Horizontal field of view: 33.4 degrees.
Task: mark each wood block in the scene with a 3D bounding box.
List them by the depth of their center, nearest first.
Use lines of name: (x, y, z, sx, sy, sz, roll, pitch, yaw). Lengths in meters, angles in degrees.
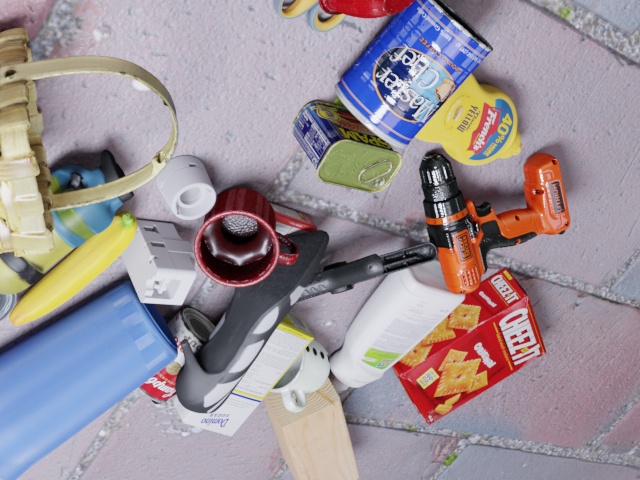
wood block: (-0.014, 0.268, 1.506, 0.090, 0.091, 0.206, -24, 138, -10)

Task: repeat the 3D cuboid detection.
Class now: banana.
banana: (-0.259, 0.023, 1.152, 0.198, 0.037, 0.069, -41, 168, 21)

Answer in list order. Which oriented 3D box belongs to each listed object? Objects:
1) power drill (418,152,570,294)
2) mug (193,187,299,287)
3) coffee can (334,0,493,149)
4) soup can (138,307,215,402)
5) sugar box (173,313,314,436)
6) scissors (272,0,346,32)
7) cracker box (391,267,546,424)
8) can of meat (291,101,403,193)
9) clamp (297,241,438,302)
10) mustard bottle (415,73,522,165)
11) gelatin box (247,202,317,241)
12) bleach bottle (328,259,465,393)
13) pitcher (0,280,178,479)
power drill: (0.216, -0.045, 1.339, 0.187, 0.057, 0.184, -22, 110, -19)
mug: (-0.079, -0.004, 1.184, 0.117, 0.081, 0.093, 16, 115, -8)
coffee can: (0.097, -0.182, 1.127, 0.102, 0.103, 0.140, 24, 115, -43)
soup can: (-0.177, 0.139, 1.302, 0.102, 0.068, 0.068, -44, 137, 14)
sugar box: (-0.097, 0.162, 1.335, 0.176, 0.048, 0.093, -48, 137, 14)
scissors: (0.043, -0.279, 1.060, 0.202, 0.016, 0.096, -36, 146, 5)
cracker box: (0.212, 0.159, 1.549, 0.213, 0.072, 0.164, -31, 139, -2)
can of meat: (0.027, -0.104, 1.175, 0.101, 0.084, 0.057, 10, 124, -37)
clamp: (0.022, 0.044, 1.280, 0.210, 0.036, 0.164, -18, 175, 23)
mustard bottle: (0.176, -0.140, 1.248, 0.191, 0.058, 0.096, 22, 103, -43)
gelatin box: (-0.058, 0.002, 1.268, 0.073, 0.030, 0.089, 18, 119, -42)
bleach bottle: (0.081, 0.122, 1.428, 0.102, 0.068, 0.251, 18, 130, -29)
pitcher: (-0.287, 0.154, 1.220, 0.243, 0.149, 0.145, -33, 124, -3)
